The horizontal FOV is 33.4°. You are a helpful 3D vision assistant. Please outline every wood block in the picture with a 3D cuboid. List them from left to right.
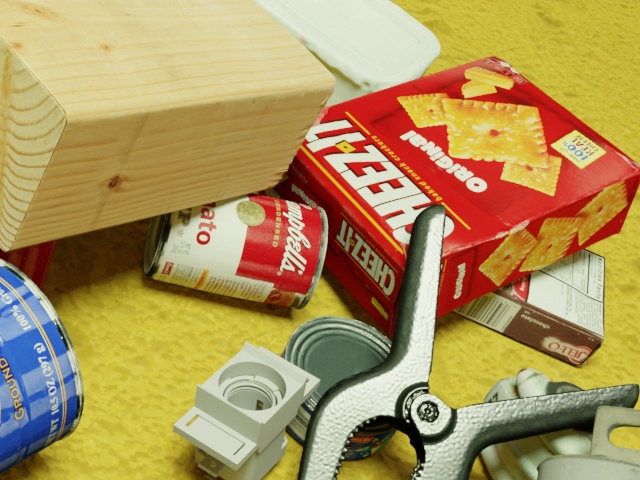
[{"bbox_3d":[-0.098,-0.073,0.588,0.090,0.091,0.205,46,34,20],"label":"wood block"}]

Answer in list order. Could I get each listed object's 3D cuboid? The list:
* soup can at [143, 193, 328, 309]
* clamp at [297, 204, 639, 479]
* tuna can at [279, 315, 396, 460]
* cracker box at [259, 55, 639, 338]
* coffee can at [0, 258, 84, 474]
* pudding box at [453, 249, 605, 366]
[{"bbox_3d":[-0.054,0.001,0.675,0.102,0.069,0.068,13,44,-16],"label":"soup can"},{"bbox_3d":[0.068,0.101,0.595,0.164,0.036,0.209,37,72,9],"label":"clamp"},{"bbox_3d":[0.013,0.090,0.649,0.086,0.034,0.086,15,43,-15],"label":"tuna can"},{"bbox_3d":[0.090,-0.043,0.750,0.213,0.072,0.164,-21,50,-28],"label":"cracker box"},{"bbox_3d":[-0.197,0.079,0.493,0.103,0.103,0.140,45,44,17],"label":"coffee can"},{"bbox_3d":[0.152,0.030,0.781,0.113,0.039,0.090,25,41,-6],"label":"pudding box"}]
